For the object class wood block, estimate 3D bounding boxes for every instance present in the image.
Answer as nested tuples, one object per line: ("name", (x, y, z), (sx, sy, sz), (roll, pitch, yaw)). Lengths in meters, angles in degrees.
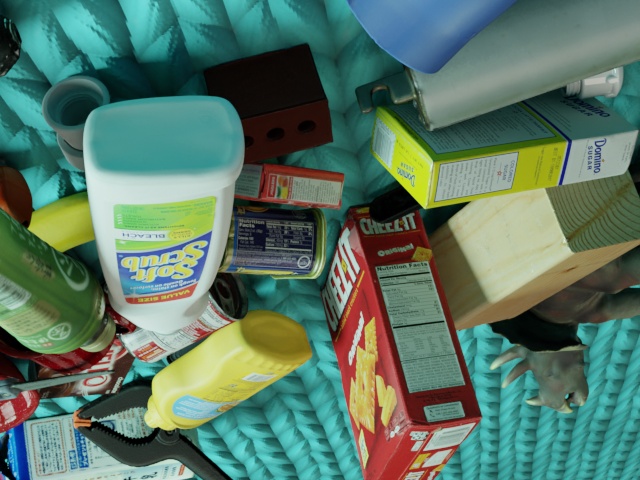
("wood block", (0.176, 0.002, 0.926), (0.090, 0.090, 0.206), (-10, 163, -28))

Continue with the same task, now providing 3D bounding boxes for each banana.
("banana", (-0.206, 0.008, 0.820), (0.198, 0.069, 0.037), (-23, -165, 6))

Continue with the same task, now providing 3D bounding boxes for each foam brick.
("foam brick", (-0.036, -0.092, 0.737), (0.078, 0.051, 0.053), (-15, 151, -2))

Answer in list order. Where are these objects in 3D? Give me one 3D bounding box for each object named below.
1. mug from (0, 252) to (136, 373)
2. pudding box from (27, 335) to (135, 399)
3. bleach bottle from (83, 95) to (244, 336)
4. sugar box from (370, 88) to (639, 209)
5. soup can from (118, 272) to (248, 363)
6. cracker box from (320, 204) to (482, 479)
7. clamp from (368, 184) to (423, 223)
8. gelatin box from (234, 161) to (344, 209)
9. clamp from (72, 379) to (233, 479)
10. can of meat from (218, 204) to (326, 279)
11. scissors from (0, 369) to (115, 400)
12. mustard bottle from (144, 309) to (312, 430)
("mug", (-0.207, 0.062, 0.880), (0.117, 0.093, 0.081), (0, 160, 14))
("pudding box", (-0.225, 0.109, 1.013), (0.089, 0.039, 0.114), (0, 148, -27))
("bleach bottle", (-0.107, 0.001, 0.759), (0.102, 0.068, 0.251), (-4, 149, -7))
("sugar box", (0.136, -0.074, 0.793), (0.176, 0.093, 0.048), (-8, 125, -22))
("soup can", (-0.124, 0.060, 0.947), (0.102, 0.068, 0.068), (-27, 150, 21))
("cracker box", (0.062, 0.098, 0.957), (0.072, 0.214, 0.164), (-6, 150, -15))
("clamp", (0.120, -0.058, 0.894), (0.171, 0.039, 0.120), (-6, 159, -18))
("gelatin box", (-0.037, -0.043, 0.802), (0.073, 0.030, 0.089), (5, -177, -37))
("clamp", (-0.159, 0.209, 1.147), (0.209, 0.164, 0.036), (0, -174, -14))
("can of meat", (-0.056, 0.001, 0.860), (0.083, 0.057, 0.102), (4, 176, -28))
("scissors", (-0.278, 0.118, 0.879), (0.202, 0.016, 0.096), (-19, 147, 24))
("mustard bottle", (-0.104, 0.134, 1.024), (0.192, 0.058, 0.096), (-36, 150, 32))
